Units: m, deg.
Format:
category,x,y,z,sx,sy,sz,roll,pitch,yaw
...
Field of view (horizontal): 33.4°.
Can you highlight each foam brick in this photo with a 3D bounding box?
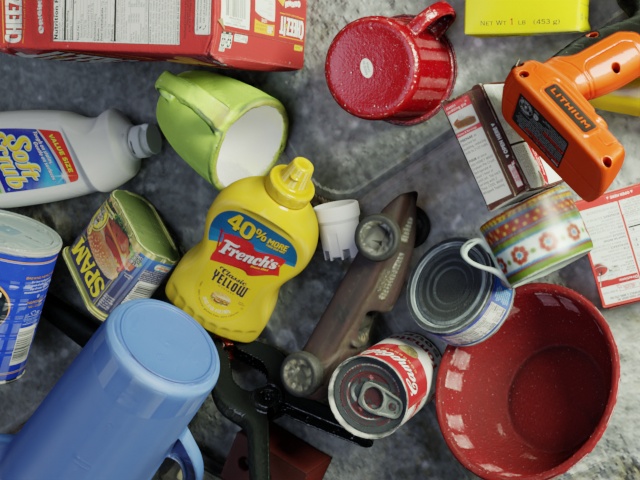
category,x,y,z,sx,sy,sz,roll,pitch,yaw
foam brick,-0.040,0.207,0.971,0.078,0.051,0.053,27,108,19

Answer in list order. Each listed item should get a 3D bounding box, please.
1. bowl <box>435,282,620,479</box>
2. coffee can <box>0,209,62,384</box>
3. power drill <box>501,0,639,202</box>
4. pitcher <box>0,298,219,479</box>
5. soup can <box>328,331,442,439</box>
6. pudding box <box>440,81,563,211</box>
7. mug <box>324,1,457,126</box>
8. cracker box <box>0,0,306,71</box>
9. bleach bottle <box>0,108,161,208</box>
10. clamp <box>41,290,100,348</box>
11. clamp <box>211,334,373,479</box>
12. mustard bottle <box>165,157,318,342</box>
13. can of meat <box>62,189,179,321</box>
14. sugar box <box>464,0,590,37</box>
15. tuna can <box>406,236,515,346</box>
category,x,y,z,sx,sy,sz,roll,pitch,yaw
bowl,0.171,0.117,0.839,0.162,0.055,0.162,-20,57,35
coffee can,-0.315,0.052,1.019,0.103,0.102,0.140,25,106,20
power drill,0.236,-0.108,0.747,0.187,0.057,0.184,-34,67,-17
pitcher,-0.183,0.173,0.956,0.243,0.149,0.145,-52,48,30
soup can,0.057,0.118,0.886,0.069,0.102,0.068,3,98,24
pudding box,0.143,-0.075,0.815,0.039,0.113,0.090,-27,85,28
mug,0.063,-0.146,0.859,0.117,0.081,0.093,-42,79,23
cracker box,-0.141,-0.183,0.903,0.214,0.164,0.072,6,97,24
bleach bottle,-0.269,-0.088,1.032,0.251,0.068,0.102,-7,95,23
clamp,-0.207,0.110,1.043,0.210,0.036,0.164,-15,91,29
clamp,-0.035,0.146,0.949,0.171,0.120,0.039,60,156,28
mustard bottle,-0.056,0.001,0.916,0.096,0.058,0.192,32,127,-3
can of meat,-0.185,0.014,0.995,0.084,0.057,0.102,-49,50,19
sugar box,0.161,-0.247,0.821,0.093,0.048,0.176,3,99,24
tuna can,0.113,0.041,0.866,0.086,0.033,0.086,-21,56,35
